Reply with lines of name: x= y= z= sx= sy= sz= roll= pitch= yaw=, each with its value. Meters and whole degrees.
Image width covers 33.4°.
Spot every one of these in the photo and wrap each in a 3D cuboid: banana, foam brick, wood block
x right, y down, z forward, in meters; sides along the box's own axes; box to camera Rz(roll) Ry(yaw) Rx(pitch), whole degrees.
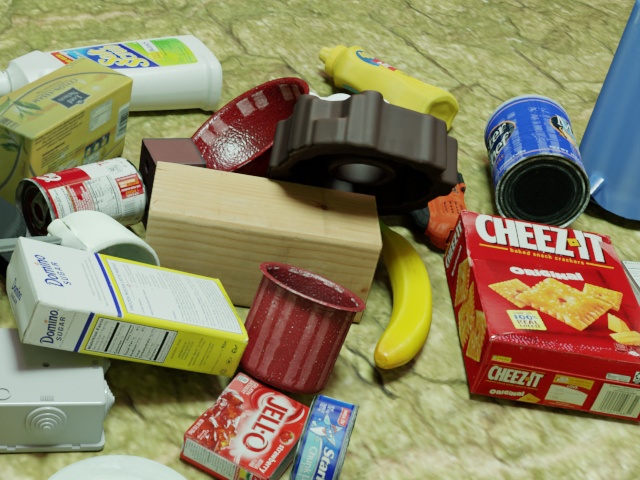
banana: x=0.073 y=0.055 z=0.990 sx=0.069 sy=0.037 sz=0.198 roll=18 pitch=36 yaw=-16
foam brick: x=-0.147 y=-0.055 z=1.036 sx=0.051 sy=0.078 sz=0.053 roll=-5 pitch=36 yaw=-25
wood block: x=-0.056 y=0.001 z=0.979 sx=0.206 sy=0.090 sz=0.091 roll=9 pitch=33 yaw=-8

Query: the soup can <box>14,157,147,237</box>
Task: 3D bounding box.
soup can: x=-0.220 y=-0.035 z=0.987 sx=0.102 sy=0.069 sz=0.069 roll=-19 pitch=46 yaw=-39

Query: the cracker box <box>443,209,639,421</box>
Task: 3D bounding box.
cracker box: x=0.213 y=0.063 z=1.004 sx=0.164 sy=0.072 sz=0.213 roll=10 pitch=33 yaw=-7

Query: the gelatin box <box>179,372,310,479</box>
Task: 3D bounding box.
gelatin box: x=-0.053 y=0.148 z=0.819 sx=0.073 sy=0.030 sz=0.089 roll=25 pitch=35 yaw=15

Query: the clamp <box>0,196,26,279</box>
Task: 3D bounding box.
clamp: x=-0.286 y=0.008 z=0.925 sx=0.120 sy=0.039 sz=0.171 roll=6 pitch=36 yaw=-7

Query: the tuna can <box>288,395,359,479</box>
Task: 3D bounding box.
tuna can: x=0.001 y=0.157 z=0.777 sx=0.034 sy=0.086 sz=0.086 roll=16 pitch=34 yaw=5

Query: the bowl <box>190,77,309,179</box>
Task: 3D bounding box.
bowl: x=-0.067 y=-0.098 z=1.107 sx=0.162 sy=0.055 sz=0.162 roll=-27 pitch=31 yaw=17

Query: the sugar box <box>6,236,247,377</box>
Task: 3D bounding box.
sugar box: x=-0.151 y=0.054 z=0.832 sx=0.176 sy=0.048 sz=0.093 roll=12 pitch=24 yaw=-30

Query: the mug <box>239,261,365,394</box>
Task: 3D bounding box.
mug: x=-0.019 y=0.071 z=0.886 sx=0.093 sy=0.081 sz=0.117 roll=22 pitch=10 yaw=2

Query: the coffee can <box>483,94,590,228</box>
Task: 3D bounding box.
coffee can: x=0.242 y=-0.088 z=1.207 sx=0.102 sy=0.103 sz=0.140 roll=11 pitch=34 yaw=-5

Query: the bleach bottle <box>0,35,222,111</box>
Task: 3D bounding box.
bleach bottle: x=-0.244 y=-0.180 z=1.197 sx=0.250 sy=0.068 sz=0.103 roll=-11 pitch=41 yaw=-29

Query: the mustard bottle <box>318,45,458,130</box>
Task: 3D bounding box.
mustard bottle: x=0.074 y=-0.196 z=1.333 sx=0.192 sy=0.058 sz=0.096 roll=32 pitch=15 yaw=27

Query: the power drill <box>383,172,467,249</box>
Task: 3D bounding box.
power drill: x=0.064 y=-0.068 z=1.151 sx=0.187 sy=0.057 sz=0.184 roll=7 pitch=35 yaw=-11
